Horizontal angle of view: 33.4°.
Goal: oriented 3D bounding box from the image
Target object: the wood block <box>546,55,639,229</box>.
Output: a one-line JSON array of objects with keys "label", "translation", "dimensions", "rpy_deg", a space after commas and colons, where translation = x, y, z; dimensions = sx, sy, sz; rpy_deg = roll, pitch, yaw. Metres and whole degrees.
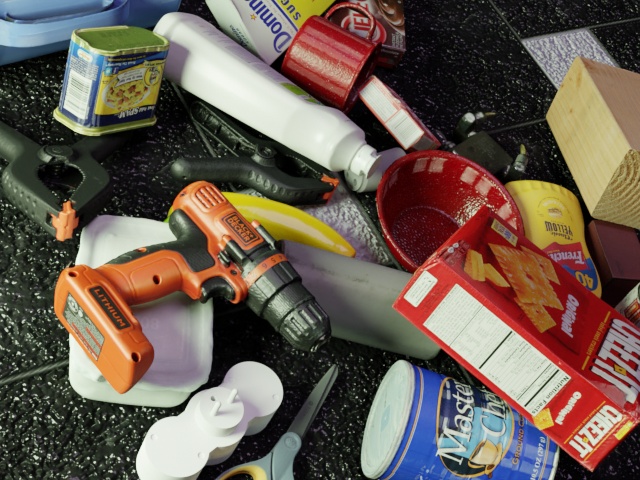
[{"label": "wood block", "translation": [0.331, -0.110, 1.190], "dimensions": [0.090, 0.090, 0.206], "rpy_deg": [12, 35, -14]}]

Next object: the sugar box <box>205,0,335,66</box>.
[{"label": "sugar box", "translation": [-0.039, -0.276, 1.172], "dimensions": [0.176, 0.048, 0.093], "rpy_deg": [-51, 127, -29]}]

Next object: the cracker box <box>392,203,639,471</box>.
[{"label": "cracker box", "translation": [0.187, 0.075, 0.930], "dimensions": [0.214, 0.072, 0.164], "rpy_deg": [39, 28, 9]}]

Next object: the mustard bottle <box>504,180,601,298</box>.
[{"label": "mustard bottle", "translation": [0.240, 0.029, 1.102], "dimensions": [0.096, 0.058, 0.191], "rpy_deg": [11, 52, -22]}]

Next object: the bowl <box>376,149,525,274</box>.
[{"label": "bowl", "translation": [0.123, -0.011, 1.081], "dimensions": [0.162, 0.055, 0.162], "rpy_deg": [10, 56, -16]}]

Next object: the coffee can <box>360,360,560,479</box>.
[{"label": "coffee can", "translation": [0.118, 0.172, 0.914], "dimensions": [0.140, 0.103, 0.102], "rpy_deg": [19, 50, -9]}]

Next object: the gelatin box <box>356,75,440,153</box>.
[{"label": "gelatin box", "translation": [0.085, -0.133, 1.153], "dimensions": [0.089, 0.030, 0.073], "rpy_deg": [51, 13, 17]}]

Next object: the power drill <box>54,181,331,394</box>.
[{"label": "power drill", "translation": [-0.104, 0.048, 0.866], "dimensions": [0.187, 0.057, 0.184], "rpy_deg": [-28, 65, -39]}]

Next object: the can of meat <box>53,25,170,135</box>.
[{"label": "can of meat", "translation": [-0.194, -0.152, 1.003], "dimensions": [0.057, 0.084, 0.101], "rpy_deg": [33, 30, 26]}]

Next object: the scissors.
[{"label": "scissors", "translation": [-0.018, 0.192, 0.901], "dimensions": [0.096, 0.016, 0.201], "rpy_deg": [45, 51, 12]}]

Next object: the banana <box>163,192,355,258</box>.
[{"label": "banana", "translation": [-0.063, -0.013, 1.021], "dimensions": [0.197, 0.037, 0.069], "rpy_deg": [7, 49, -21]}]

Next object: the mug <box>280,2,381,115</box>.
[{"label": "mug", "translation": [0.015, -0.202, 1.152], "dimensions": [0.081, 0.117, 0.093], "rpy_deg": [29, 10, 6]}]

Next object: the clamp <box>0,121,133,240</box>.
[{"label": "clamp", "translation": [-0.247, -0.068, 0.951], "dimensions": [0.164, 0.036, 0.210], "rpy_deg": [5, 31, -15]}]

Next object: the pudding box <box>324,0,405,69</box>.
[{"label": "pudding box", "translation": [0.051, -0.259, 1.253], "dimensions": [0.090, 0.039, 0.113], "rpy_deg": [11, 51, -14]}]

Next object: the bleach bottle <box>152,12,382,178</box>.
[{"label": "bleach bottle", "translation": [-0.052, -0.139, 1.071], "dimensions": [0.251, 0.068, 0.102], "rpy_deg": [34, 18, 12]}]

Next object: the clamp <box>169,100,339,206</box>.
[{"label": "clamp", "translation": [-0.068, -0.072, 1.061], "dimensions": [0.171, 0.039, 0.120], "rpy_deg": [24, 45, -2]}]

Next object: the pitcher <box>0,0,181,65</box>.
[{"label": "pitcher", "translation": [-0.255, -0.247, 1.058], "dimensions": [0.242, 0.145, 0.149], "rpy_deg": [-21, 84, -37]}]
